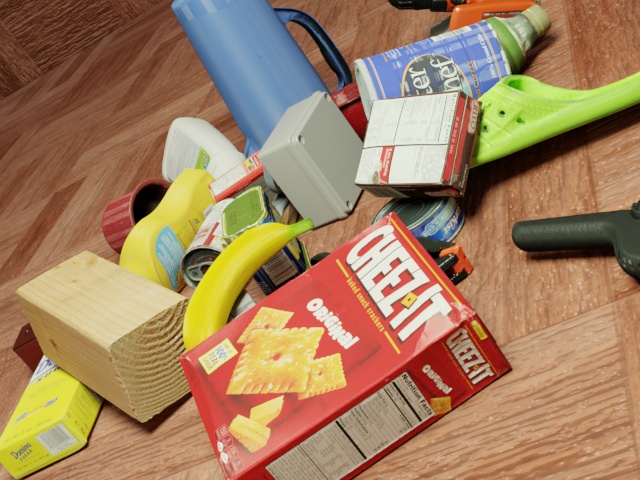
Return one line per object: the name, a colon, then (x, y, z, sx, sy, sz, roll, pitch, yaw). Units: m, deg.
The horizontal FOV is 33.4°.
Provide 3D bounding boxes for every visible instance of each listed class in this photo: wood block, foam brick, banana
wood block: (-0.205, 0.089, 1.050, 0.090, 0.091, 0.206, -32, 30, -29)
foam brick: (-0.313, 0.116, 1.261, 0.078, 0.051, 0.053, -29, 24, 13)
banana: (-0.080, 0.040, 0.963, 0.070, 0.037, 0.197, -14, 31, 43)

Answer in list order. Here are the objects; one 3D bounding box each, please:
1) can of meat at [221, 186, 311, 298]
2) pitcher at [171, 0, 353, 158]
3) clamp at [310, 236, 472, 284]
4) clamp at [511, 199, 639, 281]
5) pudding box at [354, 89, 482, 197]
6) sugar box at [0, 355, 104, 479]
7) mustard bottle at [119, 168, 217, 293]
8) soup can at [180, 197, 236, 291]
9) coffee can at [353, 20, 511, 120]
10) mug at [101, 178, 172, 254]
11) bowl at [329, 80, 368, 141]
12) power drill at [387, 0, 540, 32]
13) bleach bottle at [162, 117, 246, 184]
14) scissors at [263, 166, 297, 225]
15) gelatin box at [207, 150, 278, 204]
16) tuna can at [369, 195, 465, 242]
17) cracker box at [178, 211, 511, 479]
can of meat: (-0.057, 0.001, 1.091, 0.057, 0.084, 0.102, -32, 23, 6)
pitcher: (-0.076, -0.235, 1.379, 0.145, 0.243, 0.149, -23, 19, 31)
clamp: (0.046, 0.045, 0.925, 0.172, 0.039, 0.120, -14, 43, 36)
clamp: (0.235, -0.012, 0.775, 0.164, 0.036, 0.210, -32, 23, 6)
pudding box: (0.088, -0.087, 0.975, 0.114, 0.039, 0.090, 3, 75, 46)
sugar box: (-0.270, 0.163, 1.117, 0.093, 0.048, 0.176, -27, 25, 17)
mustard bottle: (-0.177, 0.010, 1.223, 0.058, 0.096, 0.191, 10, 46, 31)
soup can: (-0.104, 0.007, 1.167, 0.069, 0.068, 0.102, -22, 26, 29)
coffee can: (0.116, -0.155, 1.092, 0.140, 0.103, 0.103, -18, 23, 0)
mug: (-0.220, -0.027, 1.383, 0.117, 0.093, 0.082, -13, -3, -44)
bowl: (0.039, -0.150, 1.271, 0.162, 0.055, 0.162, -28, 12, 6)
power drill: (0.179, -0.285, 1.287, 0.184, 0.057, 0.187, -5, 30, -1)
bleach bottle: (-0.143, -0.086, 1.391, 0.068, 0.103, 0.251, 4, 18, -24)
scissors: (-0.033, -0.083, 1.226, 0.016, 0.096, 0.201, -7, 34, 16)
gelatin box: (-0.078, -0.058, 1.238, 0.073, 0.089, 0.030, -33, 61, 9)
tuna can: (0.089, -0.017, 0.990, 0.086, 0.033, 0.086, -29, 23, 14)
cracker box: (0.009, 0.091, 0.807, 0.213, 0.072, 0.164, -35, 34, 1)
